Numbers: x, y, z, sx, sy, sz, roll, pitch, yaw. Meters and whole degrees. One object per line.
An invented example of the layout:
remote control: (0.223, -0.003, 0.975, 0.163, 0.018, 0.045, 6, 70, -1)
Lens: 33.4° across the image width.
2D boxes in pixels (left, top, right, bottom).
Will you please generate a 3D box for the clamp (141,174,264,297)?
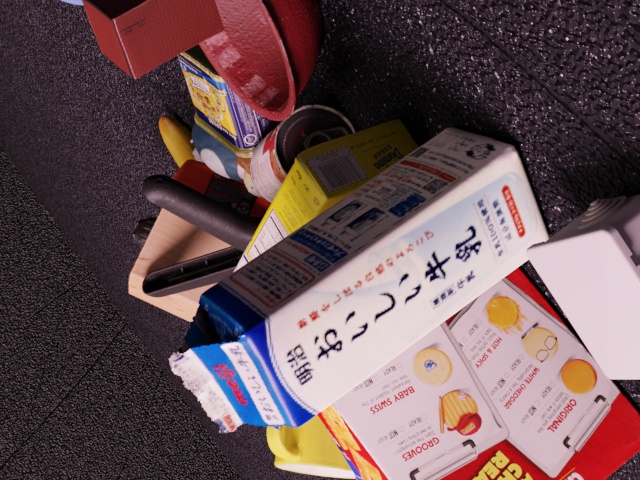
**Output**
clamp: (-0.056, 0.001, 0.910, 0.164, 0.210, 0.036, 92, 179, -57)

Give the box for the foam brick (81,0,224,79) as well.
foam brick: (-0.119, -0.161, 0.756, 0.051, 0.078, 0.053, 41, 155, 41)

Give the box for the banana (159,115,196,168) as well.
banana: (-0.128, -0.060, 1.233, 0.198, 0.037, 0.070, 58, 162, -9)

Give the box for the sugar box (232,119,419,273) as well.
sugar box: (0.001, -0.011, 0.788, 0.048, 0.093, 0.176, 57, 147, 20)

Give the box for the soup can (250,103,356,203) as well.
soup can: (-0.015, -0.066, 0.862, 0.068, 0.068, 0.102, 56, 164, -3)

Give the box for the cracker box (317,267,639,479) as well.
cracker box: (0.088, 0.099, 0.723, 0.214, 0.164, 0.072, 52, 165, 12)

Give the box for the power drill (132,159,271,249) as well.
power drill: (-0.118, -0.014, 1.143, 0.184, 0.057, 0.188, 17, 156, 3)

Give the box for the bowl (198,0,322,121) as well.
bowl: (-0.048, -0.170, 0.776, 0.162, 0.055, 0.162, 49, 162, 21)

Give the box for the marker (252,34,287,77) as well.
marker: (-0.055, -0.167, 0.864, 0.121, 0.020, 0.020, 43, 159, 35)

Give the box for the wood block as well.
wood block: (-0.074, 0.048, 1.041, 0.206, 0.090, 0.090, 25, 162, -3)

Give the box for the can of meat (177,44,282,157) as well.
can of meat: (-0.078, -0.134, 0.926, 0.102, 0.057, 0.084, 39, 155, 42)
